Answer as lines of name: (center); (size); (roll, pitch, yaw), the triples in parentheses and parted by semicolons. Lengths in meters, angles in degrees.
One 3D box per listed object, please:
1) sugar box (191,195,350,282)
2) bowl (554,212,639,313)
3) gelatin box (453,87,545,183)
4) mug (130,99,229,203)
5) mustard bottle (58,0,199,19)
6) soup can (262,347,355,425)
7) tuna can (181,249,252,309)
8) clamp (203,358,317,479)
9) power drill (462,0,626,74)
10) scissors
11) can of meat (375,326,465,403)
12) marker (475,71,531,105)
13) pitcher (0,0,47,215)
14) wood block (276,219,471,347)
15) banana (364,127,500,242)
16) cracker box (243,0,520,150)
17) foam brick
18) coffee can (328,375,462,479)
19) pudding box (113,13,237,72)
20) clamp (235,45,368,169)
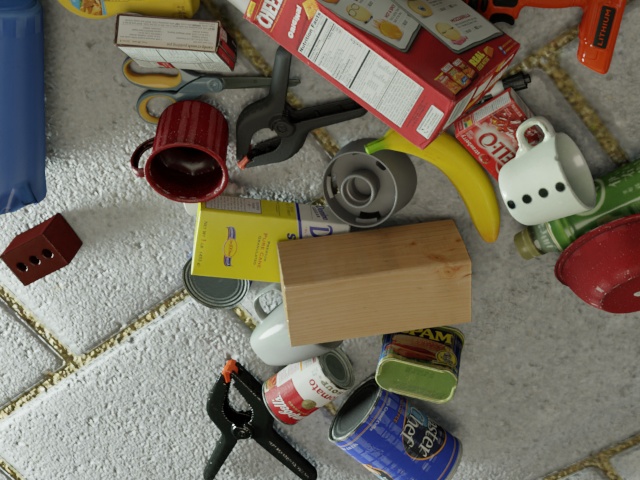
sugar box: (-0.058, 0.002, 1.241); (0.176, 0.048, 0.093); (6, 123, -8)
bowl: (0.337, 0.033, 1.147); (0.162, 0.055, 0.162); (-8, 150, -5)
gelatin box: (0.197, -0.110, 1.139); (0.073, 0.030, 0.089); (-30, 127, 25)
mug: (-0.156, -0.099, 1.191); (0.117, 0.081, 0.093); (-11, 136, 15)
mustard bottle: (-0.226, -0.281, 1.120); (0.192, 0.058, 0.096); (3, 123, 10)
soup can: (-0.015, 0.182, 1.355); (0.102, 0.068, 0.068); (-36, 108, 28)
tuna can: (-0.125, 0.041, 1.311); (0.086, 0.033, 0.086); (6, 122, 9)
clamp: (-0.090, 0.252, 1.432); (0.165, 0.036, 0.210); (2, 121, 11)
power drill: (0.201, -0.220, 1.065); (0.187, 0.057, 0.184); (11, 123, 5)
scissors: (-0.127, -0.161, 1.199); (0.202, 0.016, 0.096); (14, 125, 3)
can of meat: (0.120, 0.145, 1.292); (0.102, 0.084, 0.057); (13, 123, 4)
marker: (0.165, -0.153, 1.138); (0.121, 0.020, 0.020); (-17, 116, 21)
pitcher: (-0.377, -0.162, 1.195); (0.149, 0.145, 0.243); (7, 119, -7)
wood block: (0.059, 0.047, 1.206); (0.206, 0.090, 0.091); (-8, 125, -3)
banana: (0.140, -0.074, 1.174); (0.197, 0.037, 0.070); (35, 110, -21)
cracker box: (0.060, -0.195, 0.999); (0.214, 0.164, 0.072); (38, 131, 9)
foam brick: (-0.347, 0.012, 1.331); (0.078, 0.051, 0.053); (-25, 113, 24)
coffee can: (0.095, 0.253, 1.353); (0.140, 0.102, 0.103); (39, 121, -12)
pudding box: (-0.151, -0.208, 1.128); (0.113, 0.090, 0.039); (4, 86, 7)
clamp: (-0.044, -0.143, 1.171); (0.172, 0.039, 0.120); (-32, 116, 29)
